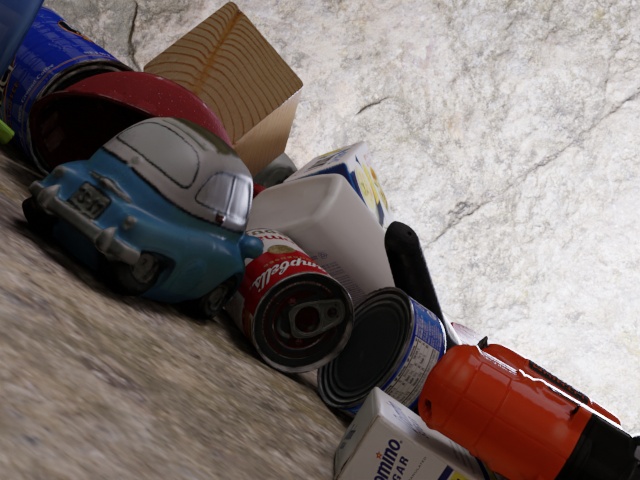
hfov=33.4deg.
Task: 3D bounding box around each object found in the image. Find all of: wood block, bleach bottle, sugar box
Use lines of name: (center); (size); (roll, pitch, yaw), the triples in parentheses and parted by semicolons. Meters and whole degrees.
wood block: (-0.083, -0.105, 0.895); (0.090, 0.090, 0.206); (50, -10, 3)
bleach bottle: (0.043, 0.060, 0.845); (0.103, 0.068, 0.250); (-11, -51, 41)
sugar box: (0.090, 0.144, 0.536); (0.176, 0.048, 0.093); (31, 1, 3)

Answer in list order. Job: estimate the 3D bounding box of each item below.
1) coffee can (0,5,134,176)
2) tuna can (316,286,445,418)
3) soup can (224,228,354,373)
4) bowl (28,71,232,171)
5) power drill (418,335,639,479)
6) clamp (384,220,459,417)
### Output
coffee can: (-0.209, -0.117, 0.834); (0.140, 0.103, 0.102); (38, 5, 42)
tuna can: (0.039, 0.074, 0.678); (0.033, 0.086, 0.086); (35, 3, -26)
soup can: (-0.027, 0.037, 0.711); (0.068, 0.068, 0.102); (33, 4, -27)
bowl: (-0.119, -0.067, 0.748); (0.162, 0.055, 0.162); (19, -29, 11)
power drill: (0.137, 0.111, 0.565); (0.184, 0.057, 0.187); (33, 0, 5)
clamp: (0.079, 0.087, 0.748); (0.210, 0.036, 0.165); (41, -40, 3)
